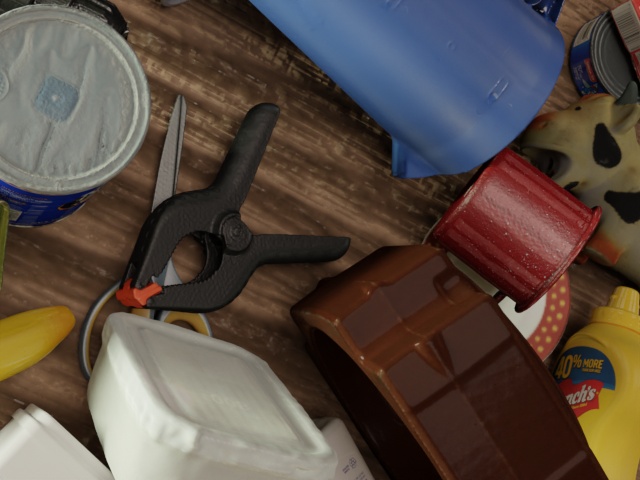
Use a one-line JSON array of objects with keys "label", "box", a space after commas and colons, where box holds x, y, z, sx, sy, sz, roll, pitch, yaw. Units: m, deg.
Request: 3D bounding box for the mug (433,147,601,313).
[{"label": "mug", "box": [0.126, -0.002, 0.742, 0.081, 0.093, 0.117, 37, 112, 1]}]

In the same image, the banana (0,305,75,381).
[{"label": "banana", "box": [-0.247, 0.062, 0.633, 0.197, 0.037, 0.069, 9, 80, -20]}]

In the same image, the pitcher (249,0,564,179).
[{"label": "pitcher", "box": [0.042, -0.170, 0.700, 0.242, 0.145, 0.149, 38, 52, -24]}]

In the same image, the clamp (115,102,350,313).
[{"label": "clamp", "box": [-0.055, 0.001, 0.706, 0.171, 0.039, 0.120, -45, 103, -26]}]

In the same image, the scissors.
[{"label": "scissors", "box": [-0.094, 0.010, 0.712, 0.096, 0.016, 0.201, 28, 74, -18]}]

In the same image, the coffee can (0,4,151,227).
[{"label": "coffee can", "box": [-0.165, -0.067, 0.626, 0.102, 0.140, 0.103, 3, 82, -21]}]
